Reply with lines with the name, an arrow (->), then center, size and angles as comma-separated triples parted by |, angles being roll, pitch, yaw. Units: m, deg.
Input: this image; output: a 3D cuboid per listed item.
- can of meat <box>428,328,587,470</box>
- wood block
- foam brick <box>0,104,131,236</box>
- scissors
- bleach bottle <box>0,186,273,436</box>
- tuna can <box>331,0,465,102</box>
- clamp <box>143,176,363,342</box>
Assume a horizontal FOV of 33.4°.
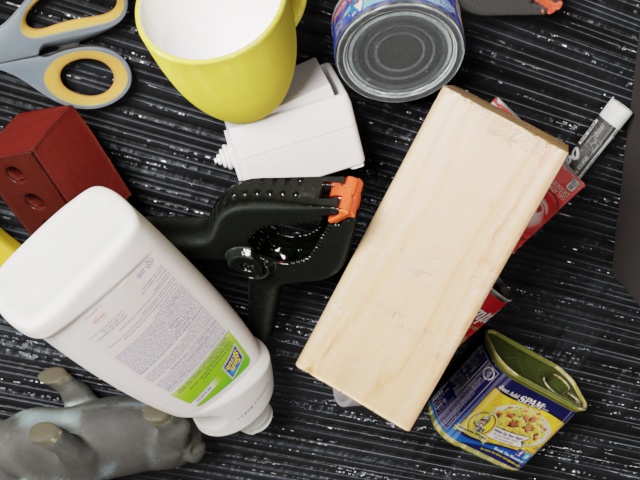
can of meat -> 0.150, 0.133, 0.870 | 0.102, 0.057, 0.084 | 29, 112, -25
wood block -> 0.076, 0.008, 0.714 | 0.090, 0.090, 0.206 | 29, 104, 7
foam brick -> -0.171, -0.040, 0.691 | 0.053, 0.051, 0.078 | -4, 129, 35
scissors -> -0.209, -0.105, 0.678 | 0.202, 0.016, 0.096 | -23, 122, 2
bleach bottle -> -0.103, 0.073, 0.718 | 0.102, 0.068, 0.250 | -45, 139, -8
tuna can -> 0.050, -0.130, 0.691 | 0.086, 0.034, 0.086 | -1, 140, -1
clamp -> -0.055, 0.001, 0.710 | 0.164, 0.036, 0.210 | 28, 145, -22
